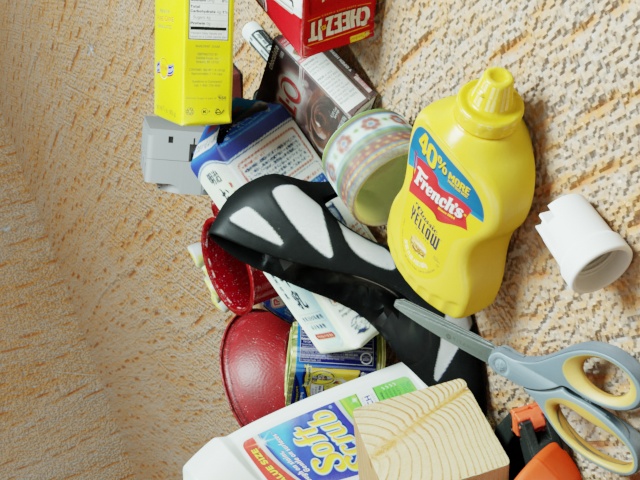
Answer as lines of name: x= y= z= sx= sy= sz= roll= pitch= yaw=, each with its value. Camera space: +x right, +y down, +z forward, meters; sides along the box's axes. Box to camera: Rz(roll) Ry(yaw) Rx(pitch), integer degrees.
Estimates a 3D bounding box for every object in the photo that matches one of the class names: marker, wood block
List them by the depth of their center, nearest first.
wood block: x=0.085 y=0.217 z=0.818 sx=0.090 sy=0.090 sz=0.206 roll=-115 pitch=14 yaw=-50
marker: x=-0.036 y=-0.159 z=0.961 sx=0.121 sy=0.020 sz=0.020 roll=53 pitch=153 yaw=38

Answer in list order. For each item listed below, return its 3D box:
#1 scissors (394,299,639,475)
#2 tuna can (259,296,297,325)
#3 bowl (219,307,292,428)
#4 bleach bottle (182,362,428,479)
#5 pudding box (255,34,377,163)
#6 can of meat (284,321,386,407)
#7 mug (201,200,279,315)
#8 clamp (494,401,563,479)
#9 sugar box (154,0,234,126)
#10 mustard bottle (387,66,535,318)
scissors: x=0.131 y=0.070 z=0.688 sx=0.202 sy=0.016 sz=0.096 roll=40 pitch=138 yaw=25
tuna can: x=-0.038 y=0.049 z=1.058 sx=0.086 sy=0.034 sz=0.086 roll=36 pitch=-171 yaw=-7
bowl: x=-0.027 y=0.136 z=1.074 sx=0.055 sy=0.161 sz=0.162 roll=-25 pitch=84 yaw=31
bleach bottle: x=-0.007 y=0.182 z=0.865 sx=0.102 sy=0.250 sz=0.068 roll=63 pitch=158 yaw=18
pudding box: x=-0.007 y=-0.112 z=0.870 sx=0.090 sy=0.039 sz=0.114 roll=46 pitch=153 yaw=9
can of meat: x=0.011 y=0.117 z=0.974 sx=0.102 sy=0.084 sz=0.057 roll=98 pitch=174 yaw=-51
mug: x=-0.056 y=0.001 z=0.971 sx=0.117 sy=0.081 sz=0.093 roll=62 pitch=151 yaw=14
clamp: x=0.157 y=0.193 z=0.767 sx=0.120 sy=0.039 sz=0.171 roll=48 pitch=154 yaw=44
sugar box: x=-0.097 y=-0.178 z=0.807 sx=0.093 sy=0.048 sz=0.176 roll=-153 pitch=60 yaw=-65
mustard bottle: x=0.094 y=-0.037 z=0.693 sx=0.096 sy=0.058 sz=0.192 roll=56 pitch=155 yaw=29
